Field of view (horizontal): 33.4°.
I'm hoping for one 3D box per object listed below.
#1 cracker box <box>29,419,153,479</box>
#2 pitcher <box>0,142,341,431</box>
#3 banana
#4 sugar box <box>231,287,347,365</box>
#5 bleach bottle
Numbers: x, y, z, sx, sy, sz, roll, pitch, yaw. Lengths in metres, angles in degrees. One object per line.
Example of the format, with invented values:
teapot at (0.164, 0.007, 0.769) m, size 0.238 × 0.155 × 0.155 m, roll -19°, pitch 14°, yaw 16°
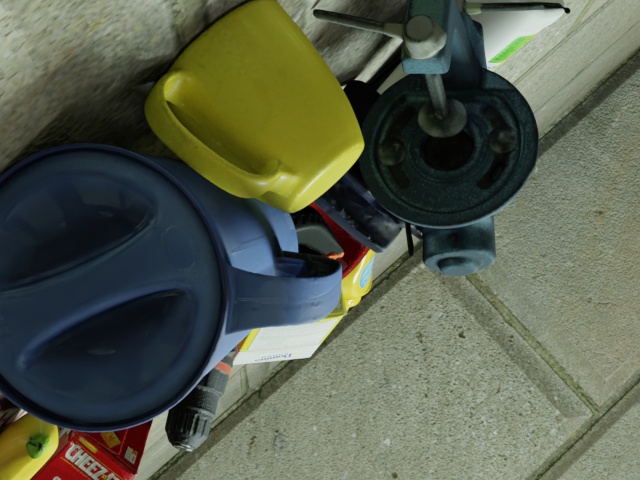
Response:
cracker box at (-0.246, 0.215, 0.971) m, size 0.214 × 0.072 × 0.164 m, roll -45°, pitch -165°, yaw 15°
pitcher at (-0.076, 0.015, 0.597) m, size 0.145 × 0.149 × 0.242 m, roll -43°, pitch 176°, yaw 11°
banana at (-0.235, 0.171, 0.746) m, size 0.198 × 0.037 × 0.069 m, roll -45°, pitch 176°, yaw 29°
sugar box at (-0.039, 0.085, 1.097) m, size 0.093 × 0.048 × 0.176 m, roll -4°, pitch 164°, yaw -15°
bleach bottle at (0.091, -0.134, 0.923) m, size 0.251 × 0.068 × 0.102 m, roll -44°, pitch 172°, yaw 31°
